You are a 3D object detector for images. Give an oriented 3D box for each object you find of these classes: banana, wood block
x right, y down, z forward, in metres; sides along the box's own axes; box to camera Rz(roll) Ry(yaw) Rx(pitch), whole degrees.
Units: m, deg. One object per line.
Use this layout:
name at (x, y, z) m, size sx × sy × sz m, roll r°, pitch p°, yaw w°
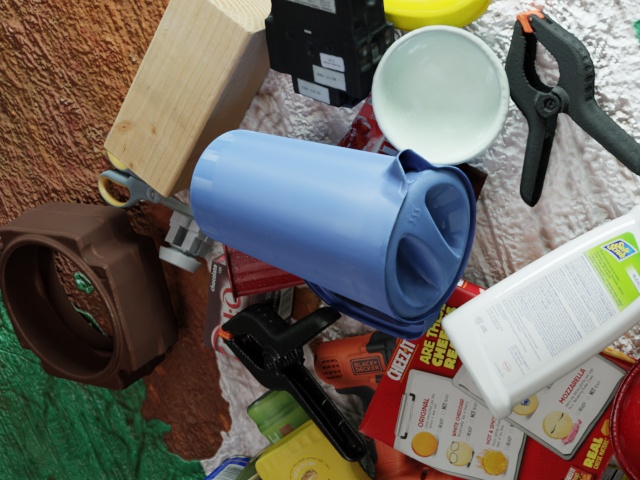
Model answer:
banana at (0.072, -0.224, 0.959) m, size 0.198 × 0.037 × 0.069 m, roll 13°, pitch 96°, yaw 24°
wood block at (-0.121, -0.155, 1.059) m, size 0.090 × 0.090 × 0.206 m, roll 39°, pitch 123°, yaw 11°

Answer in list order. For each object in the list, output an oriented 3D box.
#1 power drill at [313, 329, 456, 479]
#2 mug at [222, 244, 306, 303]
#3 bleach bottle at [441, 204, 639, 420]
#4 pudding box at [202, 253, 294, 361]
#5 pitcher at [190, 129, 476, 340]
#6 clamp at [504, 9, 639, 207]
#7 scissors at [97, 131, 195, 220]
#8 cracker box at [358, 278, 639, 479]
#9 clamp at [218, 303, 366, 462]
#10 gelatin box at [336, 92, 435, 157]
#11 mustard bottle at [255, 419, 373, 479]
power drill at (0.097, 0.176, 1.085) m, size 0.185 × 0.057 × 0.187 m, roll -10°, pitch 102°, yaw 29°
mug at (-0.057, 0.001, 1.082) m, size 0.081 × 0.117 × 0.093 m, roll -10°, pitch 140°, yaw -3°
bleach bottle at (0.232, 0.047, 0.897) m, size 0.251 × 0.068 × 0.102 m, roll -30°, pitch 83°, yaw 4°
pudding box at (-0.078, 0.078, 1.155) m, size 0.090 × 0.039 × 0.113 m, roll 21°, pitch 117°, yaw 22°
pitcher at (0.005, -0.014, 0.940) m, size 0.243 × 0.144 × 0.149 m, roll 18°, pitch 88°, yaw 37°
clamp at (0.214, -0.116, 0.914) m, size 0.120 × 0.039 × 0.171 m, roll -7°, pitch 105°, yaw 30°
scissors at (-0.180, -0.070, 1.137) m, size 0.202 × 0.016 × 0.096 m, roll 7°, pitch 103°, yaw 47°
cracker box at (0.167, 0.143, 0.978) m, size 0.214 × 0.072 × 0.164 m, roll 25°, pitch 99°, yaw 9°
clamp at (-0.031, 0.125, 1.055) m, size 0.210 × 0.036 × 0.164 m, roll 12°, pitch 121°, yaw 53°
gelatin box at (0.056, -0.083, 1.000) m, size 0.073 × 0.030 × 0.089 m, roll 34°, pitch 91°, yaw 16°
mustard bottle at (0.024, 0.277, 1.085) m, size 0.096 × 0.058 × 0.191 m, roll -36°, pitch 88°, yaw 10°
